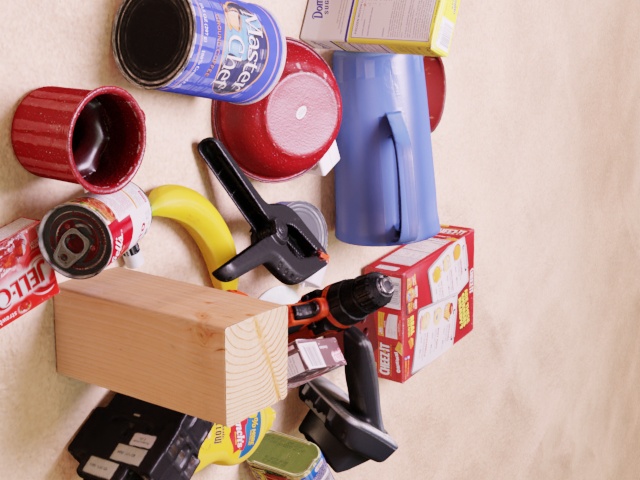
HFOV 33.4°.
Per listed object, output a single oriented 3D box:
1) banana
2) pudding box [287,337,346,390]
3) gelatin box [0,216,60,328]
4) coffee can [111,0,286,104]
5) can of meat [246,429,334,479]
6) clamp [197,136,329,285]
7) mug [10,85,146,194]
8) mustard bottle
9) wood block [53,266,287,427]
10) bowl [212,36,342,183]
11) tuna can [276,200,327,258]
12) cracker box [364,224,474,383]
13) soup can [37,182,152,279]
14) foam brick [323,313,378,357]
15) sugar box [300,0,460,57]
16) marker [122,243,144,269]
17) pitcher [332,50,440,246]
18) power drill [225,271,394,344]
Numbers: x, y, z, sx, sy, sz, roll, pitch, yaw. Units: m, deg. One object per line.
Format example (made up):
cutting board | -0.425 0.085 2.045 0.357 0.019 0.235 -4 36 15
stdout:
banana | -0.129 -0.006 1.117 0.069 0.037 0.197 -54 141 -10
pudding box | -0.033 0.143 1.198 0.113 0.090 0.039 12 53 -66
gelatin box | -0.270 0.030 0.917 0.089 0.030 0.073 -36 128 -46
coffee can | -0.114 -0.188 1.023 0.140 0.103 0.103 -1 100 -56
can of meat | -0.034 0.280 1.282 0.057 0.102 0.084 -52 136 -34
clamp | -0.057 0.001 1.139 0.209 0.036 0.164 37 39 -46
mug | -0.205 -0.095 0.931 0.117 0.082 0.093 -37 128 -46
mustard bottle | -0.111 0.202 1.180 0.191 0.058 0.096 4 84 -57
wood block | -0.138 0.091 0.972 0.090 0.206 0.091 -18 113 -54
bowl | -0.033 -0.138 1.150 0.161 0.055 0.162 -8 105 -31
tuna can | -0.033 -0.004 1.242 0.085 0.034 0.086 -2 93 -43
cracker box | 0.143 0.085 1.519 0.213 0.072 0.164 -28 122 -51
soup can | -0.198 -0.013 0.950 0.102 0.068 0.068 -55 146 -70
foam brick | 0.038 0.115 1.386 0.052 0.051 0.078 -42 132 -44
sugar box | 0.068 -0.261 1.209 0.048 0.176 0.093 18 85 -55
marker | -0.195 -0.027 1.024 0.020 0.020 0.121 -46 134 -40
pitcher | 0.079 -0.117 1.304 0.144 0.149 0.243 -26 117 -51
power drill | -0.035 0.079 1.152 0.187 0.185 0.057 -1 71 -40
